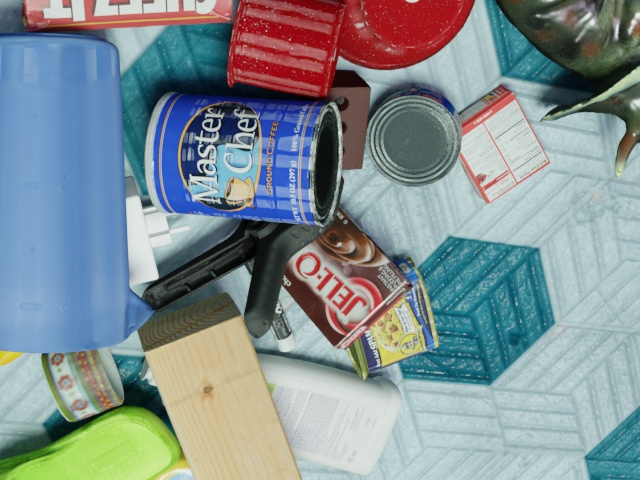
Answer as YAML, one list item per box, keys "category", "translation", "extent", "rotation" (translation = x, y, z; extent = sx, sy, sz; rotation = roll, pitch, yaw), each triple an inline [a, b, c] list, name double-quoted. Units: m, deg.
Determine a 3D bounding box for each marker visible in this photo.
- category: "marker"
  translation: [-0.050, 0.055, 1.024]
  extent: [0.020, 0.020, 0.121]
  rotation: [-23, 119, -5]

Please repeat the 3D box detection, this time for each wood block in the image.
- category: "wood block"
  translation: [-0.084, 0.164, 0.961]
  extent: [0.090, 0.090, 0.206]
  rotation: [-21, 105, -9]

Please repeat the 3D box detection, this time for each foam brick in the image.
- category: "foam brick"
  translation: [0.010, -0.107, 0.943]
  extent: [0.053, 0.051, 0.078]
  rotation: [-3, 116, -15]

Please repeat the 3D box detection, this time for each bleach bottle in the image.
- category: "bleach bottle"
  translation: [-0.051, 0.151, 1.047]
  extent: [0.250, 0.068, 0.102]
  rotation: [21, 97, -20]

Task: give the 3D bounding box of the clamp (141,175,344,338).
- category: "clamp"
  translation: [-0.056, 0.001, 0.942]
  extent: [0.209, 0.165, 0.036]
  rotation: [-53, 127, -32]

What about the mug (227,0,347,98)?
- category: "mug"
  translation: [-0.023, -0.174, 0.868]
  extent: [0.081, 0.093, 0.117]
  rotation: [13, 93, 2]

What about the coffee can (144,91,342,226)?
- category: "coffee can"
  translation: [-0.061, -0.068, 0.881]
  extent: [0.140, 0.102, 0.103]
  rotation: [5, 117, 13]

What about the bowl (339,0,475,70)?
- category: "bowl"
  translation: [0.070, -0.215, 0.906]
  extent: [0.162, 0.055, 0.162]
  rotation: [-6, 117, -13]

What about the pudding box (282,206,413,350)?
- category: "pudding box"
  translation: [0.016, 0.031, 0.983]
  extent: [0.090, 0.113, 0.039]
  rotation: [-44, 159, 6]

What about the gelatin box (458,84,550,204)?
- category: "gelatin box"
  translation: [0.165, -0.090, 1.010]
  extent: [0.073, 0.030, 0.089]
  rotation: [-35, 119, 1]

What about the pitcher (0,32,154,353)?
- category: "pitcher"
  translation: [-0.224, -0.037, 0.839]
  extent: [0.149, 0.145, 0.243]
  rotation: [-8, 101, -58]

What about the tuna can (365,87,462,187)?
- category: "tuna can"
  translation: [0.085, -0.094, 0.964]
  extent: [0.086, 0.033, 0.086]
  rotation: [4, 113, 10]

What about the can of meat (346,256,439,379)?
- category: "can of meat"
  translation: [0.063, 0.074, 1.045]
  extent: [0.084, 0.057, 0.102]
  rotation: [-20, 119, -8]
